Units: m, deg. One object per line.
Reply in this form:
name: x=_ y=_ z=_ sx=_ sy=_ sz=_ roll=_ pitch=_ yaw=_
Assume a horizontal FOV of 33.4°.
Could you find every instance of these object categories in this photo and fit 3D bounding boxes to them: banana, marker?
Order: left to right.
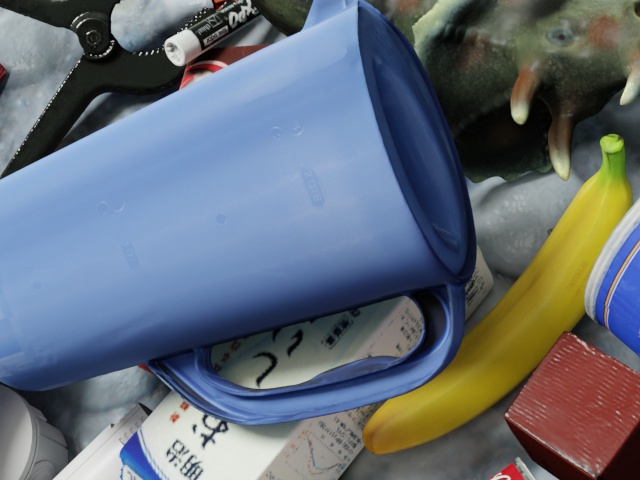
marker: x=-0.053 y=-0.150 z=0.705 sx=0.020 sy=0.020 sz=0.121 roll=29 pitch=51 yaw=31
banana: x=0.098 y=0.036 z=0.543 sx=0.198 sy=0.069 sz=0.037 roll=-54 pitch=36 yaw=9

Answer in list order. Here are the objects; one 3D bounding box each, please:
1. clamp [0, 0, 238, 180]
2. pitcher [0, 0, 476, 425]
clamp: x=-0.154 y=-0.125 z=0.720 sx=0.210 sy=0.164 sz=0.036 roll=-12 pitch=15 yaw=-6
pitcher: x=-0.053 y=0.001 z=0.508 sx=0.243 sy=0.145 sz=0.149 roll=-20 pitch=40 yaw=20
